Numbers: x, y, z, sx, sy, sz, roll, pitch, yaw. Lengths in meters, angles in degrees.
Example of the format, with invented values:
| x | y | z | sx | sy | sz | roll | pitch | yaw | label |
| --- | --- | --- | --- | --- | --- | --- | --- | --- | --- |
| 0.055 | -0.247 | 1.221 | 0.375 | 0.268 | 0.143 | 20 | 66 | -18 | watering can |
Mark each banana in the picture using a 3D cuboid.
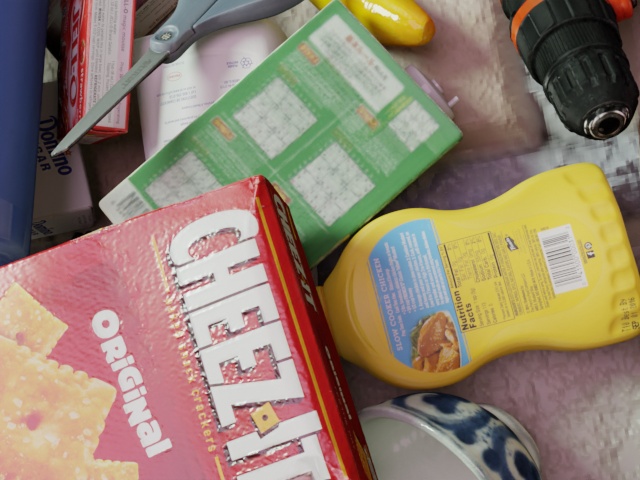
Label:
| x | y | z | sx | sy | sz | roll | pitch | yaw | label |
| --- | --- | --- | --- | --- | --- | --- | --- | --- | --- |
| -0.002 | -0.182 | 0.646 | 0.037 | 0.070 | 0.198 | -27 | 77 | -26 | banana |

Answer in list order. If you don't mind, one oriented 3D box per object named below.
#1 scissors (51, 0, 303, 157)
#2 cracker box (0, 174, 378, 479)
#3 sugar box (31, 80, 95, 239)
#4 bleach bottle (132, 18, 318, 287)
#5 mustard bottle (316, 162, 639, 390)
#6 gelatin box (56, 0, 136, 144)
| x | y | z | sx | sy | sz | roll | pitch | yaw | label |
| --- | --- | --- | --- | --- | --- | --- | --- | --- | --- |
| -0.064 | -0.113 | 0.593 | 0.096 | 0.016 | 0.201 | 6 | 51 | 22 | scissors |
| -0.097 | 0.082 | 0.520 | 0.214 | 0.072 | 0.164 | -20 | 75 | 5 | cracker box |
| -0.237 | -0.037 | 0.671 | 0.176 | 0.048 | 0.093 | -12 | 74 | -13 | sugar box |
| -0.054 | 0.001 | 0.630 | 0.103 | 0.068 | 0.251 | -9 | 80 | 14 | bleach bottle |
| 0.066 | 0.028 | 0.567 | 0.191 | 0.058 | 0.096 | -15 | 83 | 3 | mustard bottle |
| -0.135 | -0.105 | 0.634 | 0.030 | 0.073 | 0.089 | 3 | 89 | -25 | gelatin box |
